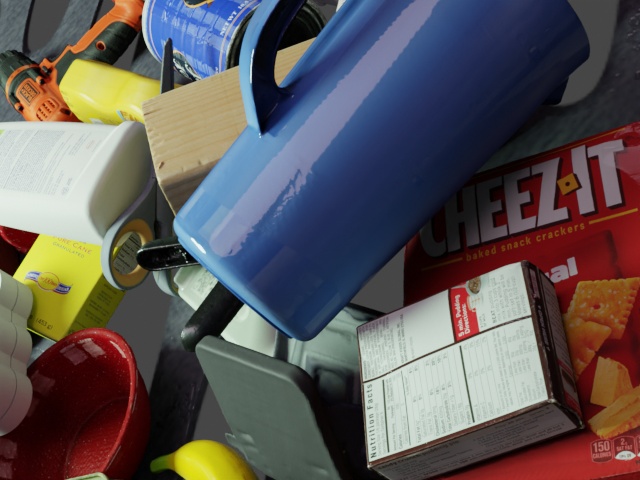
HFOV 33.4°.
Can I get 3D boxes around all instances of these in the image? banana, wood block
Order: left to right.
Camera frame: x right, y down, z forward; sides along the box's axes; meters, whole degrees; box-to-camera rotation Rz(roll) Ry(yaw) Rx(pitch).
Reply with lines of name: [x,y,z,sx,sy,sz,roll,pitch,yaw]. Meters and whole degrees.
banana: [-0.056,0.196,0.701,0.070,0.037,0.198,-57,40,20]
wood block: [-0.010,-0.076,0.749,0.206,0.090,0.091,-20,48,1]

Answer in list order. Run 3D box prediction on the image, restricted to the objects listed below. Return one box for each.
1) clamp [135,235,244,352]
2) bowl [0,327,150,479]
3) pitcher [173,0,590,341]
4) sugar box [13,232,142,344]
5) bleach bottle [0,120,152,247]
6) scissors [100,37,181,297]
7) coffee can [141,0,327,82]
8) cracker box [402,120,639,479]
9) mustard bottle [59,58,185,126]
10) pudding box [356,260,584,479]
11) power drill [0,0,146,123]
clamp: [-0.055,0.001,0.789,0.171,0.039,0.120,-35,49,-15]
bowl: [-0.181,0.149,0.807,0.162,0.055,0.162,-24,47,27]
pitcher: [0.023,-0.069,0.616,0.149,0.145,0.243,41,88,12]
sugar box: [-0.193,0.003,0.910,0.093,0.048,0.176,19,75,34]
bleach bottle: [-0.256,-0.061,0.894,0.251,0.068,0.102,11,60,29]
scissors: [-0.136,-0.049,0.823,0.016,0.096,0.202,7,111,49]
coffee can: [-0.072,-0.171,0.897,0.103,0.102,0.140,-53,45,-2]
cracker box: [0.131,0.052,0.616,0.164,0.072,0.213,-17,53,29]
mustard bottle: [-0.136,-0.106,0.910,0.192,0.096,0.058,21,77,44]
pudding box: [0.075,0.071,0.569,0.114,0.039,0.090,-26,48,28]
power drill: [-0.246,-0.199,1.086,0.188,0.057,0.185,-51,48,4]
